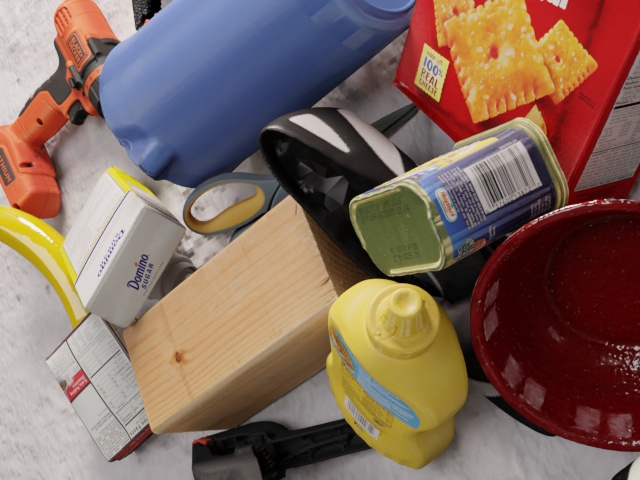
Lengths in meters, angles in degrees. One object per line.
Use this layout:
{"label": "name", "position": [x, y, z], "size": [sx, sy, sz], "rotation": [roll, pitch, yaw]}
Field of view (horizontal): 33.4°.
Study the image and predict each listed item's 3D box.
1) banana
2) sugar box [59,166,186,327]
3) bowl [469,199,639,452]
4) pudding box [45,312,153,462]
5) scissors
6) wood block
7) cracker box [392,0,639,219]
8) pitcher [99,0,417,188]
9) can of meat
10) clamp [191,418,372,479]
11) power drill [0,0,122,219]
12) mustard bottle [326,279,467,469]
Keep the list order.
{"label": "banana", "position": [-0.249, 0.032, 0.984], "size": [0.069, 0.037, 0.198], "rotation": [-36, 78, 3]}
{"label": "sugar box", "position": [-0.166, 0.001, 0.877], "size": [0.093, 0.048, 0.176], "rotation": [-59, 26, 3]}
{"label": "bowl", "position": [0.167, 0.038, 0.591], "size": [0.162, 0.055, 0.162], "rotation": [9, 122, 14]}
{"label": "pudding box", "position": [-0.176, 0.120, 0.918], "size": [0.090, 0.039, 0.113], "rotation": [-43, 77, 29]}
{"label": "scissors", "position": [-0.007, -0.032, 0.804], "size": [0.202, 0.016, 0.096], "rotation": [-16, 117, 16]}
{"label": "wood block", "position": [-0.043, 0.057, 0.786], "size": [0.206, 0.090, 0.091], "rotation": [-37, 63, 33]}
{"label": "cracker box", "position": [0.134, -0.138, 0.611], "size": [0.164, 0.072, 0.214], "rotation": [50, 142, 34]}
{"label": "pitcher", "position": [-0.041, -0.150, 0.768], "size": [0.243, 0.144, 0.149], "rotation": [-29, 73, 44]}
{"label": "can of meat", "position": [0.075, -0.021, 0.604], "size": [0.057, 0.083, 0.102], "rotation": [65, 159, -4]}
{"label": "clamp", "position": [-0.033, 0.156, 0.778], "size": [0.172, 0.120, 0.039], "rotation": [1, 111, 59]}
{"label": "power drill", "position": [-0.233, -0.108, 1.003], "size": [0.188, 0.057, 0.184], "rotation": [-46, 57, 26]}
{"label": "mustard bottle", "position": [0.045, 0.074, 0.645], "size": [0.058, 0.191, 0.096], "rotation": [-37, 69, -15]}
